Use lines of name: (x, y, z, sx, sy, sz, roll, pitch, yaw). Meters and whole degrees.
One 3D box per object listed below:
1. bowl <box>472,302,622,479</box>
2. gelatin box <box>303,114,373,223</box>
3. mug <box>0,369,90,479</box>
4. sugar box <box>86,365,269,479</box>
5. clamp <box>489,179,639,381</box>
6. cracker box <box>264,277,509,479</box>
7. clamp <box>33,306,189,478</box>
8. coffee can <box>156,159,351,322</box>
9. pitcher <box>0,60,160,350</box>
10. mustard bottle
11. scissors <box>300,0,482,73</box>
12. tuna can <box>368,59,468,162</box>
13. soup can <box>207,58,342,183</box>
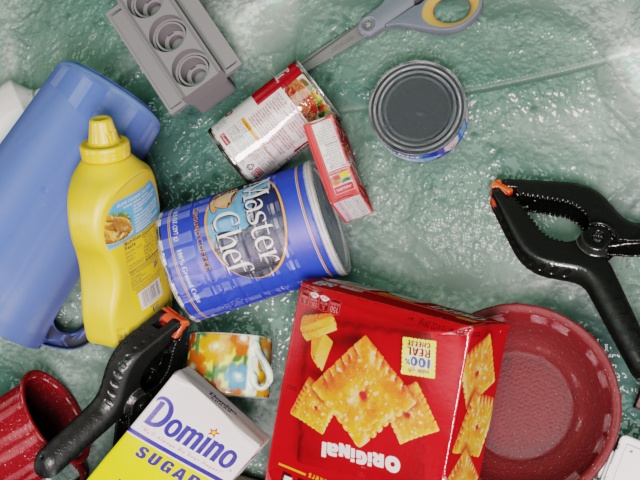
bowl: (0.161, 0.134, 0.870, 0.162, 0.055, 0.162, -2, 80, 12)
gelatin box: (0.017, -0.060, 0.918, 0.030, 0.089, 0.073, -20, 77, 7)
mug: (-0.257, 0.183, 0.946, 0.081, 0.093, 0.117, -32, 112, 10)
sugar box: (-0.132, 0.198, 0.864, 0.093, 0.048, 0.176, 40, 98, 7)
clamp: (0.223, 0.015, 0.865, 0.210, 0.036, 0.164, 26, 61, 21)
cracker box: (0.044, 0.149, 0.839, 0.164, 0.071, 0.214, 14, 96, 37)
clamp: (-0.170, 0.135, 0.900, 0.039, 0.120, 0.171, 26, 96, 25)
coffee can: (-0.056, 0.001, 0.917, 0.140, 0.102, 0.103, -18, 77, 9)
pitcher: (-0.240, -0.029, 0.960, 0.145, 0.149, 0.243, 29, 84, 30)
mustard bottle: (-0.172, -0.012, 0.904, 0.058, 0.096, 0.192, 9, 118, 25)
scissors: (0.063, -0.187, 0.968, 0.202, 0.016, 0.096, -46, 74, 2)
tuna can: (0.087, -0.113, 0.940, 0.086, 0.033, 0.086, -2, 80, 12)
soup can: (-0.040, -0.103, 0.950, 0.102, 0.068, 0.068, -38, 75, 4)
